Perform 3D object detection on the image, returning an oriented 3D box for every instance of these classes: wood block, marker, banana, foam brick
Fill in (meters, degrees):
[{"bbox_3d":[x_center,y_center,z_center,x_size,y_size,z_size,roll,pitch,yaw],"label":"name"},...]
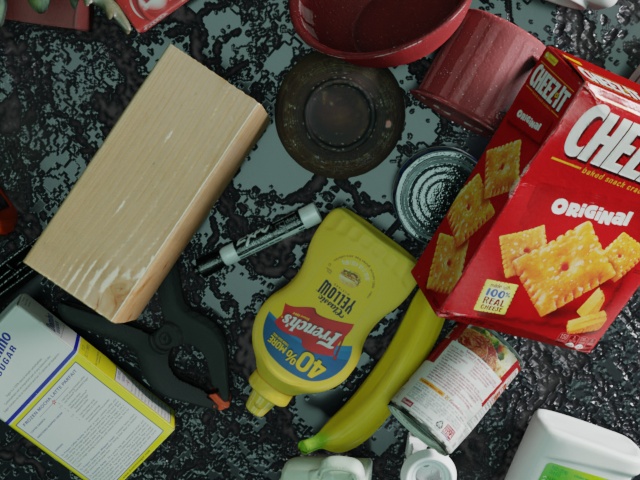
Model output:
[{"bbox_3d":[-0.137,-0.043,0.871,0.091,0.090,0.206,34,90,3],"label":"wood block"},{"bbox_3d":[-0.056,0.001,0.930,0.121,0.020,0.020,-26,97,6],"label":"marker"},{"bbox_3d":[0.060,0.113,0.921,0.037,0.069,0.198,36,89,24],"label":"banana"},{"bbox_3d":[-0.231,-0.205,0.886,0.078,0.053,0.051,9,99,0],"label":"foam brick"}]

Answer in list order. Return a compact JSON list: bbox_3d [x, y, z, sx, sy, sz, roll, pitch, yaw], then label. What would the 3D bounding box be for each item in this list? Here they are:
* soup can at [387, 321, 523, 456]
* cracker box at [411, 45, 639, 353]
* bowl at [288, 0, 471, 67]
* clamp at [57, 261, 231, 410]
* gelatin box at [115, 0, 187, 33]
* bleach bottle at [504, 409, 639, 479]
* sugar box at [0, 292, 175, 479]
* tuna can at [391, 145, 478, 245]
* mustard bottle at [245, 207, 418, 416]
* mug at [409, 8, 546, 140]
[{"bbox_3d":[0.114,0.123,0.904,0.068,0.068,0.102,43,79,-5],"label":"soup can"},{"bbox_3d":[0.196,-0.022,0.836,0.164,0.072,0.214,16,118,-27],"label":"cracker box"},{"bbox_3d":[0.058,-0.193,0.854,0.162,0.055,0.162,-12,55,17],"label":"bowl"},{"bbox_3d":[-0.146,0.084,0.936,0.120,0.039,0.171,-30,92,9],"label":"clamp"},{"bbox_3d":[-0.147,-0.230,0.891,0.073,0.030,0.089,-34,96,7],"label":"gelatin box"},{"bbox_3d":[0.191,0.281,0.945,0.102,0.068,0.251,19,101,-1],"label":"bleach bottle"},{"bbox_3d":[-0.222,0.135,0.928,0.176,0.048,0.093,43,97,-14],"label":"sugar box"},{"bbox_3d":[0.104,-0.037,0.911,0.086,0.033,0.086,0,99,2],"label":"tuna can"},{"bbox_3d":[-0.003,0.072,0.919,0.096,0.058,0.192,36,99,3],"label":"mustard bottle"},{"bbox_3d":[0.139,-0.131,0.859,0.093,0.117,0.081,26,95,-41],"label":"mug"}]
